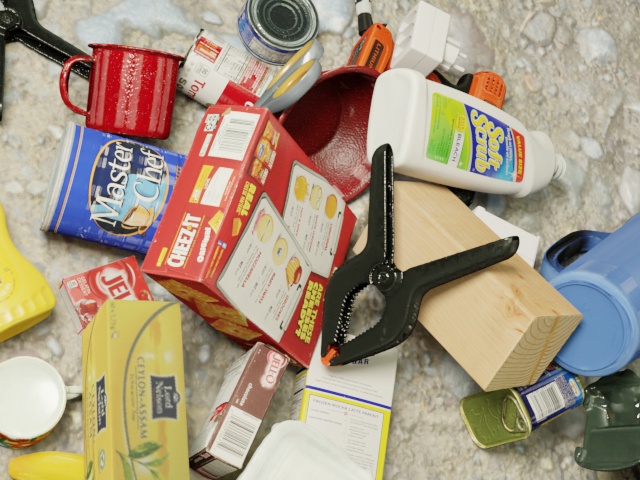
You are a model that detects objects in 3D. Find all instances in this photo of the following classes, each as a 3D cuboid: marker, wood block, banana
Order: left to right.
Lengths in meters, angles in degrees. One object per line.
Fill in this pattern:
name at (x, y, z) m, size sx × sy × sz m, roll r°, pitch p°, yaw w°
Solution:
banana at (-0.176, 0.236, 0.927) m, size 0.198 × 0.037 × 0.069 m, roll 42°, pitch 59°, yaw -4°
marker at (0.047, -0.285, 1.217) m, size 0.020 × 0.020 × 0.121 m, roll 1°, pitch 71°, yaw -22°
wood block at (0.139, 0.040, 1.036) m, size 0.090 × 0.091 × 0.206 m, roll 2°, pitch 37°, yaw -47°

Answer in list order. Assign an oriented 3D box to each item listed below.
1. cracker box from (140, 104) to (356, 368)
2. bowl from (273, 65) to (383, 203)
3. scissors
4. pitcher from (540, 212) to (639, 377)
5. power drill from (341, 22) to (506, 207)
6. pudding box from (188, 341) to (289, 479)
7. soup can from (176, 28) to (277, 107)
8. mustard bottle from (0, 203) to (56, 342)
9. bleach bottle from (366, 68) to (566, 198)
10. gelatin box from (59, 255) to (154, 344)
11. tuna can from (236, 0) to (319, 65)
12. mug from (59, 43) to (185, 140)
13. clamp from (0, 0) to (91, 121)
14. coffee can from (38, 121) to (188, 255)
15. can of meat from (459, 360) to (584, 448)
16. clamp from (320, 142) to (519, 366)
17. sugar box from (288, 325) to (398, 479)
cracker box at (-0.056, 0.001, 0.965) m, size 0.072 × 0.213 × 0.164 m, roll 9°, pitch 69°, yaw 29°
bowl at (0.002, -0.112, 1.086) m, size 0.161 × 0.162 × 0.055 m, roll -21°, pitch 40°, yaw -28°
scissors at (-0.063, -0.112, 1.019) m, size 0.016 × 0.096 × 0.202 m, roll 41°, pitch 90°, yaw -21°
pitcher at (0.311, 0.050, 1.109) m, size 0.242 × 0.149 × 0.145 m, roll -21°, pitch 84°, yaw -50°
power drill at (0.109, -0.139, 1.171) m, size 0.187 × 0.057 × 0.184 m, roll 28°, pitch 60°, yaw -15°
pudding box at (-0.076, 0.155, 0.968) m, size 0.039 × 0.090 × 0.113 m, roll 30°, pitch 64°, yaw -7°
soup can at (-0.093, -0.162, 1.086) m, size 0.102 × 0.069 × 0.068 m, roll 30°, pitch 63°, yaw -10°
mustard bottle at (-0.319, -0.001, 0.940) m, size 0.096 × 0.058 × 0.191 m, roll -28°, pitch 84°, yaw -29°
bleach bottle at (0.164, -0.103, 1.104) m, size 0.250 × 0.068 × 0.102 m, roll 8°, pitch 90°, yaw -37°
gelatin box at (-0.190, 0.066, 0.986) m, size 0.073 × 0.030 × 0.089 m, roll -20°, pitch 80°, yaw -28°
tuna can at (-0.045, -0.235, 1.152) m, size 0.086 × 0.034 × 0.086 m, roll 8°, pitch 69°, yaw -20°
mug at (-0.191, -0.142, 1.015) m, size 0.117 × 0.093 × 0.081 m, roll 5°, pitch 95°, yaw -32°
clamp at (-0.308, -0.196, 1.026) m, size 0.171 × 0.039 × 0.120 m, roll 48°, pitch 54°, yaw 2°
coffee can at (-0.178, -0.042, 0.987) m, size 0.140 × 0.103 × 0.103 m, roll 15°, pitch 67°, yaw -17°
can of meat at (0.204, 0.164, 1.077) m, size 0.083 × 0.102 × 0.057 m, roll -20°, pitch 81°, yaw -30°
clamp at (0.060, 0.025, 0.992) m, size 0.165 × 0.036 × 0.210 m, roll 46°, pitch 104°, yaw 22°
sugar box at (0.017, 0.178, 1.025) m, size 0.093 × 0.048 × 0.176 m, roll 18°, pitch 62°, yaw -15°
